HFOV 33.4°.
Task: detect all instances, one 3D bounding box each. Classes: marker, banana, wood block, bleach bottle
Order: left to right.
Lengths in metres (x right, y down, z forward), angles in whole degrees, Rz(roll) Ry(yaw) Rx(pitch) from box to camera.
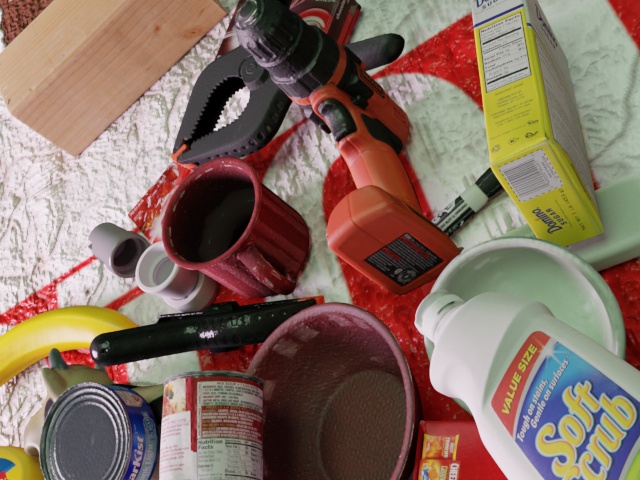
[{"bbox_3d":[-0.235,0.094,0.925,0.198,0.037,0.069,-26,66,21],"label":"banana"},{"bbox_3d":[-0.204,-0.192,1.015,0.206,0.090,0.091,-41,49,10],"label":"wood block"},{"bbox_3d":[0.092,-0.014,0.768,0.121,0.020,0.020,-43,50,8],"label":"marker"},{"bbox_3d":[0.133,0.108,0.557,0.102,0.068,0.251,-49,48,-1],"label":"bleach bottle"}]

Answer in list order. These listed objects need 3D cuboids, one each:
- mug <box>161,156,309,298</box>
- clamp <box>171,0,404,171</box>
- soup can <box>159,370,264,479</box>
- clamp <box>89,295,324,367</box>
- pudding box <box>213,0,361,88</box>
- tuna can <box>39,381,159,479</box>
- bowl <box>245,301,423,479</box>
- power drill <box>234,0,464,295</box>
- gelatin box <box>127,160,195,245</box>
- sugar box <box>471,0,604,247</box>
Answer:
[{"bbox_3d":[-0.055,0.001,0.818,0.093,0.081,0.117,-48,49,4],"label":"mug"},{"bbox_3d":[-0.048,-0.144,0.871,0.210,0.036,0.165,-40,58,16],"label":"clamp"},{"bbox_3d":[-0.070,0.143,0.699,0.069,0.068,0.102,-14,65,28],"label":"soup can"},{"bbox_3d":[-0.082,0.066,0.790,0.172,0.120,0.039,-11,96,27],"label":"clamp"},{"bbox_3d":[-0.030,-0.174,0.920,0.114,0.039,0.090,11,74,38],"label":"pudding box"},{"bbox_3d":[-0.154,0.143,0.744,0.086,0.033,0.086,-8,74,32],"label":"tuna can"},{"bbox_3d":[0.014,0.125,0.714,0.162,0.055,0.162,-19,61,38],"label":"bowl"},{"bbox_3d":[0.020,-0.066,0.731,0.057,0.184,0.188,-34,49,22],"label":"power drill"},{"bbox_3d":[-0.113,-0.031,0.908,0.089,0.030,0.073,-49,50,3],"label":"gelatin box"},{"bbox_3d":[0.139,-0.089,0.704,0.048,0.093,0.176,-22,42,21],"label":"sugar box"}]
